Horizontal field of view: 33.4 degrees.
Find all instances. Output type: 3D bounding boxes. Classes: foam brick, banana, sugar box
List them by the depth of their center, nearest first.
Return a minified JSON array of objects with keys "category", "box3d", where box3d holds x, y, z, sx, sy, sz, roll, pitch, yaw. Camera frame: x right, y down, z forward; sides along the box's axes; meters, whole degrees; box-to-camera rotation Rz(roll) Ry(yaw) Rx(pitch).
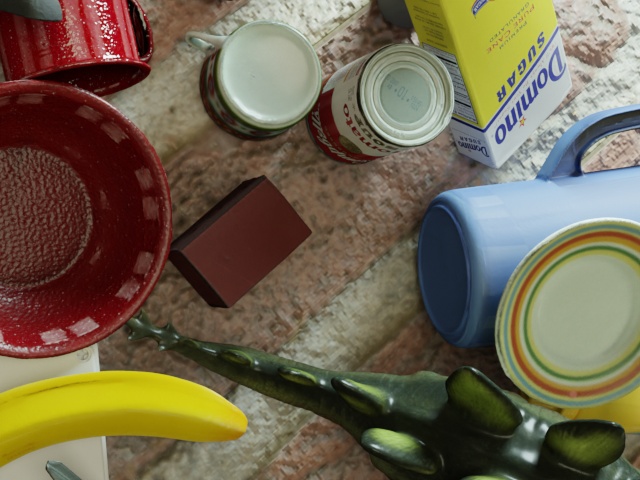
[{"category":"banana","box3d":[-0.141,0.109,0.620,0.197,0.037,0.069,-14,119,-16]},{"category":"foam brick","box3d":[-0.055,0.001,0.702,0.078,0.053,0.051,-42,101,-16]},{"category":"sugar box","box3d":[0.115,-0.140,0.721,0.093,0.048,0.176,-46,136,-14]}]

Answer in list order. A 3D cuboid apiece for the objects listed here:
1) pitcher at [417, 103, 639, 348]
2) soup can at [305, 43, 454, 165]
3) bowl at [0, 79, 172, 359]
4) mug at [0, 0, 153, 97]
[{"category":"pitcher","box3d":[0.197,0.000,0.749,0.242,0.145,0.149,-5,58,-16]},{"category":"soup can","box3d":[0.038,-0.089,0.711,0.068,0.102,0.068,1,88,-19]},{"category":"bowl","box3d":[-0.173,-0.013,0.637,0.161,0.055,0.162,-2,94,-27]},{"category":"mug","box3d":[-0.151,-0.135,0.664,0.117,0.093,0.081,-10,86,-50]}]
